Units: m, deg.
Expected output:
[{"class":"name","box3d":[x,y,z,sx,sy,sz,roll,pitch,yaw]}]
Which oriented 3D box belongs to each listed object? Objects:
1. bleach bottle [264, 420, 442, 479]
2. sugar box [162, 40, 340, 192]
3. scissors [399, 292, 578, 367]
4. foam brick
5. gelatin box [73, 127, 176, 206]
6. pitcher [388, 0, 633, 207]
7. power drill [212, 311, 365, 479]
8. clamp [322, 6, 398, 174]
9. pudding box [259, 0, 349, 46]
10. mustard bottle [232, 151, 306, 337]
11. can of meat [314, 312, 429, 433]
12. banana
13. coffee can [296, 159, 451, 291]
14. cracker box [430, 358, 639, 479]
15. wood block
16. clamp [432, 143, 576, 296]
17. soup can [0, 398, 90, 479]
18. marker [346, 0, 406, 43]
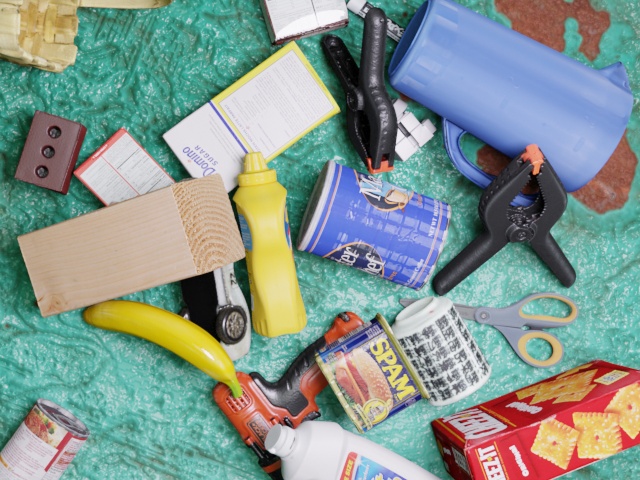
[{"class":"bleach bottle","box3d":[0.044,0.266,1.135,0.250,0.068,0.102,31,89,-25]},{"class":"sugar box","box3d":[-0.075,-0.128,1.164,0.176,0.048,0.093,-36,96,-1]},{"class":"scissors","box3d":[0.193,0.103,1.213,0.201,0.016,0.096,-6,97,0]},{"class":"foam brick","box3d":[-0.287,-0.093,1.138,0.053,0.051,0.078,17,89,-6]},{"class":"gelatin box","box3d":[-0.210,-0.066,1.158,0.073,0.030,0.089,-44,95,-5]},{"class":"pitcher","box3d":[0.194,-0.151,1.144,0.242,0.145,0.149,26,58,-9]},{"class":"power drill","box3d":[0.003,0.183,1.172,0.187,0.057,0.184,-38,98,-5]},{"class":"clamp","box3d":[0.044,-0.158,1.147,0.039,0.120,0.171,-8,97,-21]},{"class":"pudding box","box3d":[-0.024,-0.280,1.170,0.090,0.039,0.113,-16,91,-5]},{"class":"mustard bottle","box3d":[-0.057,0.001,1.134,0.058,0.096,0.191,-10,98,-5]},{"class":"can of meat","box3d":[0.052,0.141,1.120,0.084,0.057,0.102,-30,98,-2]},{"class":"banana","box3d":[-0.167,0.103,1.124,0.198,0.037,0.070,27,125,13]},{"class":"coffee can","box3d":[0.056,-0.016,1.151,0.140,0.103,0.103,20,89,-7]},{"class":"cracker box","box3d":[0.241,0.198,1.145,0.213,0.164,0.072,-19,92,-6]},{"class":"wood block","box3d":[-0.192,0.006,1.081,0.206,0.090,0.091,-16,93,30]},{"class":"clamp","box3d":[0.202,-0.013,1.147,0.164,0.036,0.210,-9,136,-2]},{"class":"soup can","box3d":[-0.302,0.229,1.135,0.068,0.068,0.102,36,88,-6]},{"class":"marker","box3d":[0.083,-0.234,1.192,0.121,0.020,0.020,35,87,-6]}]
